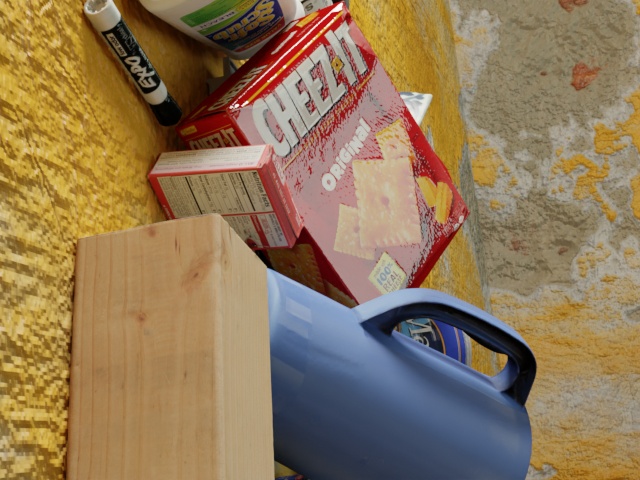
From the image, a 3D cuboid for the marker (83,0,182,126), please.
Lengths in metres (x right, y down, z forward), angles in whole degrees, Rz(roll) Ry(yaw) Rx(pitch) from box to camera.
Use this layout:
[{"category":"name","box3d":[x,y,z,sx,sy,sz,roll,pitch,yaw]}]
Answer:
[{"category":"marker","box3d":[-0.122,-0.116,0.714,0.121,0.020,0.020,61,24,-54]}]

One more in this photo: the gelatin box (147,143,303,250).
[{"category":"gelatin box","box3d":[-0.064,-0.028,0.737,0.030,0.089,0.073,-70,149,-44]}]

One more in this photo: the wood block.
[{"category":"wood block","box3d":[-0.081,0.102,0.593,0.090,0.090,0.206,52,31,-62]}]

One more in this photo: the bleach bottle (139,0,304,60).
[{"category":"bleach bottle","box3d":[-0.060,-0.193,0.838,0.068,0.103,0.250,64,12,8]}]

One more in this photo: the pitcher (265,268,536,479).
[{"category":"pitcher","box3d":[0.030,0.107,0.745,0.242,0.145,0.149,31,60,-30]}]

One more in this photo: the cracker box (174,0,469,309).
[{"category":"cracker box","box3d":[0.013,-0.051,0.828,0.213,0.072,0.164,56,50,-20]}]
